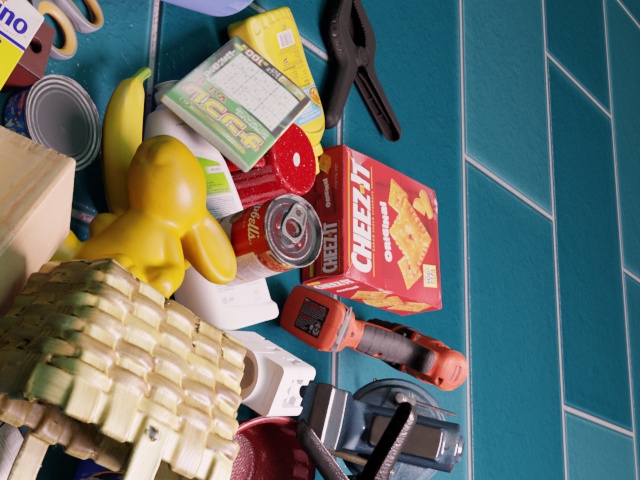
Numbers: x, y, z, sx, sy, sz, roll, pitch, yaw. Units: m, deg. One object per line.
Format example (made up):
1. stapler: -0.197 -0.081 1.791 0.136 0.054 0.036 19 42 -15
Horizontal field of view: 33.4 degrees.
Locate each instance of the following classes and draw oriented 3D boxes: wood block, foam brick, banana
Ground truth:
1. wood block: -0.268 0.016 0.771 0.090 0.091 0.205 24 47 3
2. foam brick: -0.269 -0.168 0.887 0.078 0.051 0.053 35 53 -45
3. banana: -0.173 -0.064 0.987 0.069 0.037 0.198 -6 96 -52

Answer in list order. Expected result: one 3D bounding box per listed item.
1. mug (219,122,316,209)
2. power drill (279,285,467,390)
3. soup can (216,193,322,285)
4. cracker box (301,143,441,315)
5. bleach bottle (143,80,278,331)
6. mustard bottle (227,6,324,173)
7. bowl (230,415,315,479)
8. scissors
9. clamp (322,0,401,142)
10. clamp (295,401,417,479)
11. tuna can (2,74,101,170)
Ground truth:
1. mug: -0.065 -0.080 1.132 0.117 0.082 0.093 -2 82 -56
2. power drill: 0.050 0.106 1.203 0.187 0.185 0.057 21 88 -33
3. soup can: -0.056 0.001 0.988 0.068 0.102 0.068 14 69 -40
4. cracker box: 0.067 -0.008 1.311 0.213 0.072 0.164 21 63 -51
5. bleach bottle: -0.117 -0.034 1.060 0.102 0.068 0.251 -11 88 -52
6. mustard bottle: -0.040 -0.164 1.215 0.096 0.058 0.191 -36 110 -56
7. bowl: -0.081 0.231 1.006 0.161 0.055 0.162 -17 116 -39
8. scissors: -0.270 -0.236 0.940 0.201 0.016 0.096 37 51 -44
9. clamp: 0.049 -0.227 1.383 0.164 0.036 0.210 14 68 -53
10. clamp: 0.027 0.236 1.023 0.120 0.039 0.171 4 100 -15
11. tuna can: -0.234 -0.100 0.933 0.086 0.034 0.086 22 63 -51
